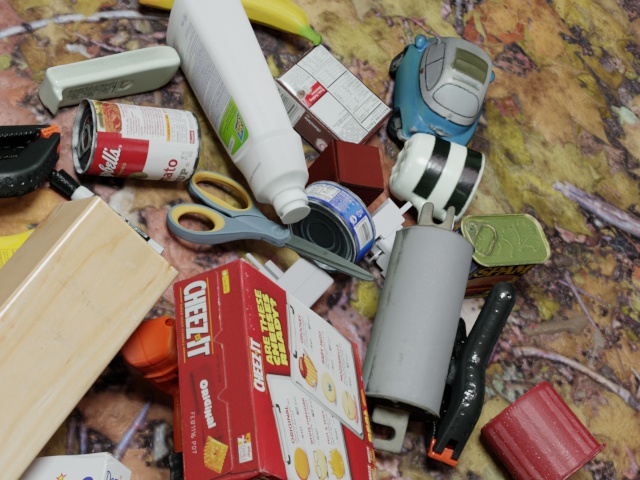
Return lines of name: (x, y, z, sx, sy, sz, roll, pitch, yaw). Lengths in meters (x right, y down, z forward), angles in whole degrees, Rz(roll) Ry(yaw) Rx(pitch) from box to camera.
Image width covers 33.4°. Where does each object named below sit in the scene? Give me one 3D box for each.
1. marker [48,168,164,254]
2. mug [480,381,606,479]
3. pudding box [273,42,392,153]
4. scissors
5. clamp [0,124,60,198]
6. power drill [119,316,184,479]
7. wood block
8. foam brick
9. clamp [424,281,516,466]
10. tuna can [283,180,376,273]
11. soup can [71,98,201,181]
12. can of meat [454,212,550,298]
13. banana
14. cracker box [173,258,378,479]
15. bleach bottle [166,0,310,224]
marker: (-0.192, -0.023, 0.947, 0.121, 0.020, 0.020, 39, 50, -3)
mug: (0.209, 0.186, 1.007, 0.081, 0.093, 0.117, 53, 20, 15)
pudding box: (0.008, -0.144, 1.124, 0.113, 0.039, 0.089, 44, 49, -1)
scissors: (-0.056, 0.001, 0.967, 0.202, 0.016, 0.096, 36, 50, 23)
clamp: (-0.305, -0.060, 0.877, 0.165, 0.036, 0.209, 26, 34, 21)
power drill: (-0.110, 0.156, 0.806, 0.184, 0.057, 0.187, 49, 26, -58)
wood block: (-0.212, 0.075, 0.780, 0.090, 0.091, 0.206, 46, 65, -22)
foam brick: (0.020, -0.055, 1.049, 0.051, 0.078, 0.053, 8, 60, -26)
clamp: (0.129, 0.125, 1.000, 0.039, 0.120, 0.171, 24, 74, -6)
tuna can: (0.008, -0.012, 1.010, 0.086, 0.086, 0.033, 45, 52, 2)
soup can: (-0.168, -0.090, 0.972, 0.102, 0.069, 0.068, 3, 60, -29)
can of meat: (0.165, 0.018, 1.081, 0.101, 0.084, 0.057, -3, 63, -31)
banana: (-0.095, -0.248, 1.120, 0.197, 0.037, 0.070, 8, 23, -18)
cracker box: (-0.031, 0.132, 0.840, 0.213, 0.072, 0.164, 40, 36, -54)
bleach bottle: (-0.072, -0.122, 1.011, 0.068, 0.103, 0.251, -15, 65, -22)
